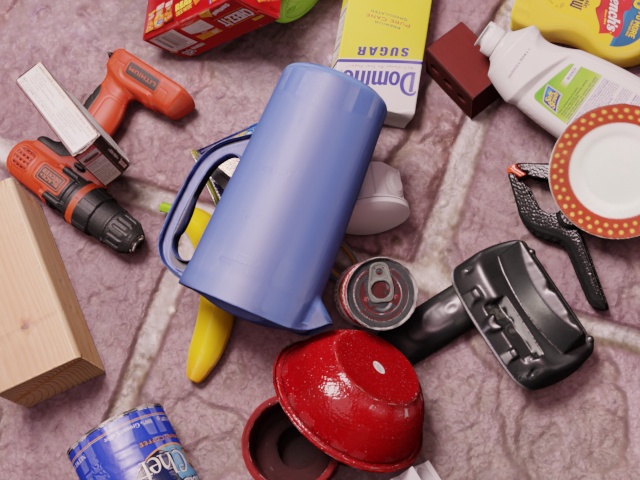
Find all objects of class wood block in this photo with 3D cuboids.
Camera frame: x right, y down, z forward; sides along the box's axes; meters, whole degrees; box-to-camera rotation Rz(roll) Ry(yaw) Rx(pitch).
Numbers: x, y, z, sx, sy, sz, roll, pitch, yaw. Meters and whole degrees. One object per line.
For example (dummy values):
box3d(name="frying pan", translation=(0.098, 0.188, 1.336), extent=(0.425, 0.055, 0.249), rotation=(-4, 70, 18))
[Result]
box3d(name="wood block", translation=(-0.309, 0.054, 1.094), extent=(0.091, 0.090, 0.206), rotation=(-25, 72, -1))

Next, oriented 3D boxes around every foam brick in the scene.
box3d(name="foam brick", translation=(0.153, -0.179, 1.120), extent=(0.051, 0.053, 0.078), rotation=(-38, 72, -5))

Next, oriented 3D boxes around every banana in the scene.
box3d(name="banana", translation=(-0.118, 0.045, 1.101), extent=(0.070, 0.037, 0.198), rotation=(-19, 70, 22))

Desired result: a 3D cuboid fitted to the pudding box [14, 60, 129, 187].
box3d(name="pudding box", translation=(-0.249, -0.117, 1.077), extent=(0.039, 0.090, 0.113), rotation=(-42, 70, -3))

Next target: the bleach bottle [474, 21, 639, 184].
box3d(name="bleach bottle", translation=(0.268, -0.141, 1.055), extent=(0.251, 0.068, 0.102), rotation=(35, 95, 3))

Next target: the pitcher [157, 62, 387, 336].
box3d(name="pitcher", translation=(-0.038, -0.043, 1.009), extent=(0.149, 0.145, 0.243), rotation=(26, 83, -29))

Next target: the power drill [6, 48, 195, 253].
box3d(name="power drill", translation=(-0.220, -0.098, 1.143), extent=(0.184, 0.057, 0.187), rotation=(35, 81, 15))

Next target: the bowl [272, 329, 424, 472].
box3d(name="bowl", translation=(0.039, 0.134, 0.988), extent=(0.162, 0.161, 0.055), rotation=(43, 121, 16))

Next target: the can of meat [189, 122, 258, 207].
box3d(name="can of meat", translation=(-0.077, -0.065, 1.115), extent=(0.084, 0.057, 0.102), rotation=(-25, 73, -3))

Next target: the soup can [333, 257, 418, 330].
box3d(name="soup can", translation=(0.051, 0.052, 1.032), extent=(0.068, 0.102, 0.068), rotation=(0, 87, -6))

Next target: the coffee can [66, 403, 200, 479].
box3d(name="coffee can", translation=(-0.164, 0.241, 1.013), extent=(0.103, 0.103, 0.140), rotation=(-30, 72, -2))

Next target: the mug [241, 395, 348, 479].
box3d(name="mug", translation=(-0.011, 0.199, 1.016), extent=(0.117, 0.081, 0.093), rotation=(7, 75, 10))

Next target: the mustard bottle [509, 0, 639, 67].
box3d(name="mustard bottle", translation=(0.302, -0.234, 1.114), extent=(0.192, 0.058, 0.096), rotation=(23, 79, 13))

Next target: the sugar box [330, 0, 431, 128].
box3d(name="sugar box", translation=(0.064, -0.215, 1.134), extent=(0.093, 0.048, 0.176), rotation=(12, 73, -10))

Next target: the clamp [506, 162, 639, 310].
box3d(name="clamp", translation=(0.264, -0.028, 1.061), extent=(0.120, 0.039, 0.171), rotation=(-42, 73, 5))

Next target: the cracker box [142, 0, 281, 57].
box3d(name="cracker box", translation=(-0.107, -0.320, 1.146), extent=(0.165, 0.072, 0.213), rotation=(-12, 67, 47))
